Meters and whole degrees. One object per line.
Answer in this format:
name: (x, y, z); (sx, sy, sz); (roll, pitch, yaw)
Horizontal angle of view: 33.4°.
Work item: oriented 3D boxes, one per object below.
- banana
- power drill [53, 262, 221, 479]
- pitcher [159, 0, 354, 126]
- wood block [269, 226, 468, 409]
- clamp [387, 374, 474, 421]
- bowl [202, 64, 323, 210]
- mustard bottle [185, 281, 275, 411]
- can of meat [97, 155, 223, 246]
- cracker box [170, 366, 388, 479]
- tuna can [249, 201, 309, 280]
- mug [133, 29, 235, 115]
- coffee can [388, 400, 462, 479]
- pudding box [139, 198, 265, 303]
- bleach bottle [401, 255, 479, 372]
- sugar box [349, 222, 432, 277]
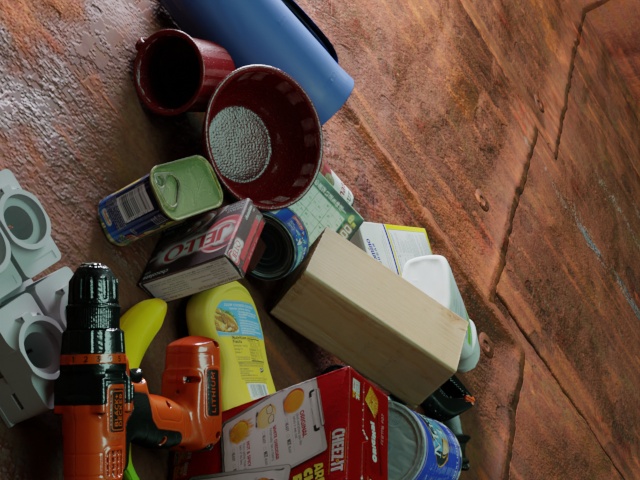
banana: (-0.180, 0.123, 0.985); (0.069, 0.037, 0.197); (65, 24, -49)
power drill: (-0.154, 0.116, 0.912); (0.187, 0.057, 0.184); (13, 75, -63)
pitcher: (-0.076, -0.245, 1.303); (0.242, 0.145, 0.149); (49, 3, -21)
wood block: (0.058, 0.091, 1.243); (0.206, 0.090, 0.090); (34, 39, -7)
clamp: (0.123, 0.165, 1.360); (0.209, 0.036, 0.164); (28, 39, -43)
bowl: (-0.075, -0.111, 1.190); (0.161, 0.055, 0.162); (4, 84, -39)
mustard bottle: (-0.096, 0.104, 1.101); (0.096, 0.058, 0.191); (13, 60, -55)
can of meat: (-0.162, -0.039, 1.070); (0.101, 0.084, 0.057); (-26, 92, -59)
cracker box: (-0.042, 0.225, 0.949); (0.072, 0.214, 0.164); (39, 40, -38)
tuna can: (-0.058, 0.001, 1.202); (0.086, 0.086, 0.033); (61, 33, -8)
mug: (-0.156, -0.191, 1.193); (0.117, 0.093, 0.081); (35, 18, 20)
coffee can: (0.094, 0.245, 1.226); (0.140, 0.103, 0.103); (35, 41, -60)
pudding box: (-0.118, 0.012, 1.075); (0.039, 0.114, 0.090); (53, 33, -26)
bleach bottle: (0.174, 0.121, 1.458); (0.250, 0.068, 0.102); (57, 31, -53)
sugar box: (0.095, 0.027, 1.461); (0.175, 0.048, 0.093); (4, 66, -52)
